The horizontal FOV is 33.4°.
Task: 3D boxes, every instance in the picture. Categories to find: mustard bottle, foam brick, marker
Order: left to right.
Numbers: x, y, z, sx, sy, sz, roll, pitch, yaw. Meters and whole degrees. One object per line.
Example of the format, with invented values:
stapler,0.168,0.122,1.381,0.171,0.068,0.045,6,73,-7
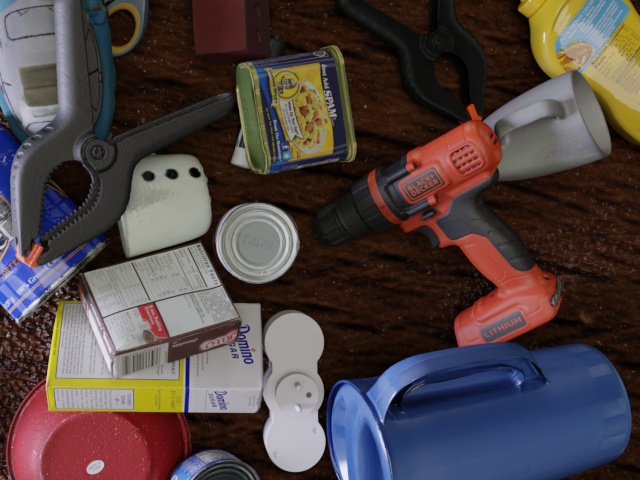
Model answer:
foam brick,-0.077,-0.196,0.919,0.051,0.053,0.078,-2,92,18
marker,-0.054,-0.124,0.948,0.020,0.020,0.121,16,88,-7
mustard bottle,0.249,-0.178,0.965,0.191,0.058,0.096,37,93,-6

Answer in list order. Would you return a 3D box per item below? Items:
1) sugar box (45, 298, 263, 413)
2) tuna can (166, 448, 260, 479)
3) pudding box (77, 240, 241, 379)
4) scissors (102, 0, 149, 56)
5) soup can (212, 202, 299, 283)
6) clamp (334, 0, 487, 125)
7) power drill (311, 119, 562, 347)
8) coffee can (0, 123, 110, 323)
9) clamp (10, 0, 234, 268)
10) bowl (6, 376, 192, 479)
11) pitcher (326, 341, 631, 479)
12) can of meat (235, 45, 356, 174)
sugar box,-0.138,0.098,0.906,0.176,0.048,0.093,4,48,-9
tuna can,-0.094,0.225,0.922,0.085,0.034,0.086,-9,106,-33
pudding box,-0.134,0.055,0.886,0.113,0.039,0.090,-14,54,-24
scissors,-0.136,-0.225,0.902,0.202,0.016,0.096,-20,106,17
soup can,-0.056,0.001,0.907,0.068,0.102,0.068,0,91,-8
clamp,0.105,-0.186,0.958,0.120,0.039,0.171,-38,101,-1
power drill,0.107,0.009,0.930,0.185,0.057,0.187,-29,105,27
coffee can,-0.259,-0.017,0.881,0.103,0.103,0.140,-43,96,-5
clamp,-0.168,-0.070,0.832,0.164,0.036,0.210,25,86,-28
bowl,-0.191,0.186,0.916,0.162,0.055,0.162,0,91,-7
pitcher,0.137,0.153,0.900,0.242,0.149,0.145,-10,87,-20
can of meat,-0.023,-0.111,0.920,0.083,0.058,0.102,-12,99,-20
